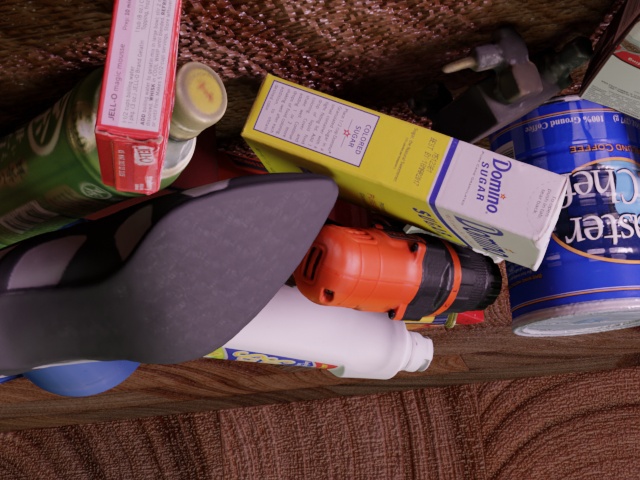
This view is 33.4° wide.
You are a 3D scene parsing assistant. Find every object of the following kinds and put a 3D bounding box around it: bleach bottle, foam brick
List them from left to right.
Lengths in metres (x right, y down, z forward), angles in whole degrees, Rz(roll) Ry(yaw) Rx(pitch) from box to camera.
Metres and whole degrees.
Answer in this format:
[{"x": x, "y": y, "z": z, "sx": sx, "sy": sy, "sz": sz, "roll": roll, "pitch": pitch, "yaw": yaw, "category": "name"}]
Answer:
[{"x": -0.109, "y": -0.044, "z": 0.667, "sx": 0.078, "sy": 0.053, "sz": 0.051, "roll": -16, "pitch": 163, "yaw": 40, "category": "foam brick"}, {"x": -0.026, "y": 0.062, "z": 0.776, "sx": 0.250, "sy": 0.068, "sz": 0.103, "roll": 13, "pitch": 164, "yaw": -25, "category": "bleach bottle"}]

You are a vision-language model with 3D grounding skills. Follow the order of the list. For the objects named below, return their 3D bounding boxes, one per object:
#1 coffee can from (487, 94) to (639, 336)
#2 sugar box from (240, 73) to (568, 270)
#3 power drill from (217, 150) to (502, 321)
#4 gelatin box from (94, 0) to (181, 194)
[{"x": 0.170, "y": -0.014, "z": 0.708, "sx": 0.103, "sy": 0.140, "sz": 0.103, "roll": -5, "pitch": 167, "yaw": -1, "category": "coffee can"}, {"x": 0.049, "y": -0.036, "z": 0.613, "sx": 0.176, "sy": 0.048, "sz": 0.093, "roll": 23, "pitch": 174, "yaw": 14, "category": "sugar box"}, {"x": 0.008, "y": -0.003, "z": 0.696, "sx": 0.188, "sy": 0.057, "sz": 0.184, "roll": 24, "pitch": -171, "yaw": 40, "category": "power drill"}, {"x": -0.078, "y": -0.073, "z": 0.471, "sx": 0.030, "sy": 0.089, "sz": 0.073, "roll": 6, "pitch": 165, "yaw": -8, "category": "gelatin box"}]
